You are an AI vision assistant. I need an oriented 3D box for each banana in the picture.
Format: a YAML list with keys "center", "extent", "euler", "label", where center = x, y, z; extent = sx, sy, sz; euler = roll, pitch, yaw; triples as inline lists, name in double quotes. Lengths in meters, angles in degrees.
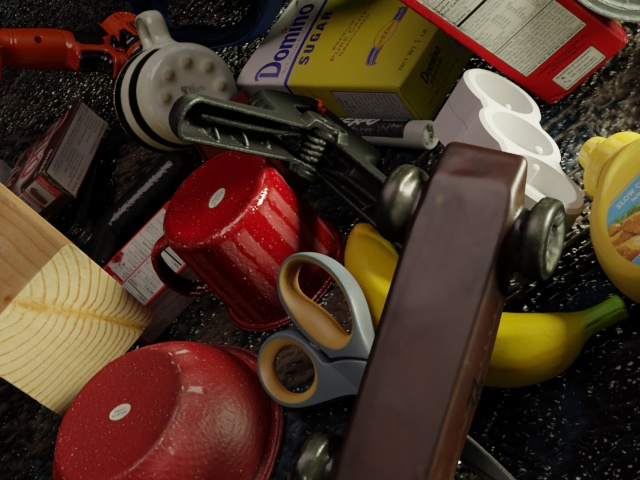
- center: [0.067, 0.037, 0.575]
  extent: [0.069, 0.037, 0.198]
  euler: [-38, 35, -26]
  label: "banana"

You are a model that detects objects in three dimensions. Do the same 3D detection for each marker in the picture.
- center: [0.028, -0.074, 0.727]
  extent: [0.121, 0.020, 0.020]
  euler: [9, 59, 45]
  label: "marker"

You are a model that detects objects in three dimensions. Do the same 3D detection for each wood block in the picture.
- center: [-0.215, 0.021, 0.727]
  extent: [0.090, 0.090, 0.206]
  euler: [-50, 42, -9]
  label: "wood block"

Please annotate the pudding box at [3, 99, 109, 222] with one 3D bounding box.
- center: [-0.228, -0.055, 0.889]
  extent: [0.090, 0.039, 0.113]
  euler: [-37, 29, 29]
  label: "pudding box"

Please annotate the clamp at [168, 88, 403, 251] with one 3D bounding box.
- center: [-0.013, -0.059, 0.638]
  extent: [0.036, 0.164, 0.210]
  euler: [-59, 15, 14]
  label: "clamp"

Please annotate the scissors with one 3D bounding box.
- center: [0.025, 0.089, 0.562]
  extent: [0.096, 0.016, 0.202]
  euler: [-56, 51, 26]
  label: "scissors"

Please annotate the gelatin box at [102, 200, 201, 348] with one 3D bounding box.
- center: [-0.113, 0.023, 0.745]
  extent: [0.089, 0.030, 0.073]
  euler: [-47, 39, -7]
  label: "gelatin box"

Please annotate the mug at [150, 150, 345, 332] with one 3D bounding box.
- center: [-0.054, 0.001, 0.673]
  extent: [0.117, 0.081, 0.093]
  euler: [-21, 42, 24]
  label: "mug"

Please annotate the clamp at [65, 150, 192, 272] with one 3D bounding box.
- center: [-0.177, -0.001, 0.819]
  extent: [0.120, 0.039, 0.171]
  euler: [-1, 49, 54]
  label: "clamp"

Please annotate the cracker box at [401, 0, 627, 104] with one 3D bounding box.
- center: [0.075, -0.197, 0.648]
  extent: [0.072, 0.213, 0.164]
  euler: [-43, 33, 33]
  label: "cracker box"

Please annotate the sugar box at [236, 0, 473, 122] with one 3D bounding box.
- center: [0.024, -0.133, 0.768]
  extent: [0.177, 0.048, 0.093]
  euler: [11, 61, 45]
  label: "sugar box"

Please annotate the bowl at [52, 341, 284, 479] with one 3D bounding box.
- center: [-0.102, 0.116, 0.623]
  extent: [0.162, 0.055, 0.162]
  euler: [-23, 40, 21]
  label: "bowl"

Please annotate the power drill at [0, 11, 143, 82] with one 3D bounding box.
- center: [-0.210, -0.148, 0.897]
  extent: [0.187, 0.057, 0.185]
  euler: [-3, 26, -26]
  label: "power drill"
